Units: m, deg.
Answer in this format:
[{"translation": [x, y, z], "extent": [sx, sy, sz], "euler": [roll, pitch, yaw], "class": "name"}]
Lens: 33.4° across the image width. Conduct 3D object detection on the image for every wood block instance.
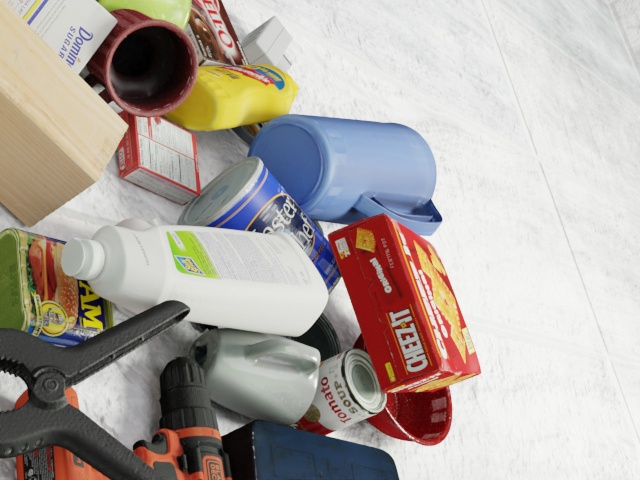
[{"translation": [-0.268, -0.122, 0.860], "extent": [0.206, 0.091, 0.090], "euler": [46, 33, -23], "class": "wood block"}]

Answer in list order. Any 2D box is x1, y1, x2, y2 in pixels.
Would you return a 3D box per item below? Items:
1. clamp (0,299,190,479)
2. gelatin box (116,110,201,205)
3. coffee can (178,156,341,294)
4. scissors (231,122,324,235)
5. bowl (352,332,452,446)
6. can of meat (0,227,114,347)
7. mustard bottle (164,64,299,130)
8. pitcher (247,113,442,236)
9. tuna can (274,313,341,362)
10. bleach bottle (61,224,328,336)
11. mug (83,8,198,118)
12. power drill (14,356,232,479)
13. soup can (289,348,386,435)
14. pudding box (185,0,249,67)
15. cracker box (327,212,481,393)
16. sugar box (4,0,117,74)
[{"translation": [-0.186, 0.100, 0.753], "extent": [0.209, 0.036, 0.164], "euler": [12, 54, -13], "class": "clamp"}, {"translation": [-0.160, -0.084, 1.052], "extent": [0.089, 0.030, 0.073], "euler": [24, 48, -47], "class": "gelatin box"}, {"translation": [-0.057, 0.001, 1.064], "extent": [0.140, 0.103, 0.102], "euler": [49, 32, -20], "class": "coffee can"}, {"translation": [-0.048, -0.103, 1.251], "extent": [0.201, 0.016, 0.096], "euler": [50, 33, -19], "class": "scissors"}, {"translation": [0.079, 0.159, 1.187], "extent": [0.162, 0.055, 0.162], "euler": [37, 38, -36], "class": "bowl"}, {"translation": [-0.215, 0.045, 0.837], "extent": [0.083, 0.058, 0.102], "euler": [18, 51, -47], "class": "can of meat"}, {"translation": [-0.085, -0.158, 1.152], "extent": [0.096, 0.058, 0.191], "euler": [25, 23, 29], "class": "mustard bottle"}, {"translation": [0.032, -0.072, 1.199], "extent": [0.242, 0.149, 0.145], "euler": [-1, 86, -60], "class": "pitcher"}, {"translation": [-0.017, 0.110, 1.103], "extent": [0.086, 0.034, 0.086], "euler": [36, 38, -36], "class": "tuna can"}, {"translation": [-0.107, 0.024, 0.891], "extent": [0.250, 0.068, 0.103], "euler": [12, 31, -48], "class": "bleach bottle"}, {"translation": [-0.183, -0.165, 1.013], "extent": [0.082, 0.117, 0.093], "euler": [38, -13, 51], "class": "mug"}, {"translation": [-0.148, 0.162, 0.839], "extent": [0.187, 0.057, 0.184], "euler": [23, 44, -45], "class": "power drill"}, {"translation": [0.005, 0.153, 1.033], "extent": [0.068, 0.102, 0.068], "euler": [36, 39, -36], "class": "soup can"}, {"translation": [-0.135, -0.238, 1.207], "extent": [0.089, 0.039, 0.113], "euler": [-2, 67, -57], "class": "pudding box"}, {"translation": [0.093, 0.070, 1.100], "extent": [0.164, 0.072, 0.213], "euler": [70, 14, 14], "class": "cracker box"}, {"translation": [-0.274, -0.213, 0.929], "extent": [0.176, 0.048, 0.093], "euler": [41, 80, -35], "class": "sugar box"}]
